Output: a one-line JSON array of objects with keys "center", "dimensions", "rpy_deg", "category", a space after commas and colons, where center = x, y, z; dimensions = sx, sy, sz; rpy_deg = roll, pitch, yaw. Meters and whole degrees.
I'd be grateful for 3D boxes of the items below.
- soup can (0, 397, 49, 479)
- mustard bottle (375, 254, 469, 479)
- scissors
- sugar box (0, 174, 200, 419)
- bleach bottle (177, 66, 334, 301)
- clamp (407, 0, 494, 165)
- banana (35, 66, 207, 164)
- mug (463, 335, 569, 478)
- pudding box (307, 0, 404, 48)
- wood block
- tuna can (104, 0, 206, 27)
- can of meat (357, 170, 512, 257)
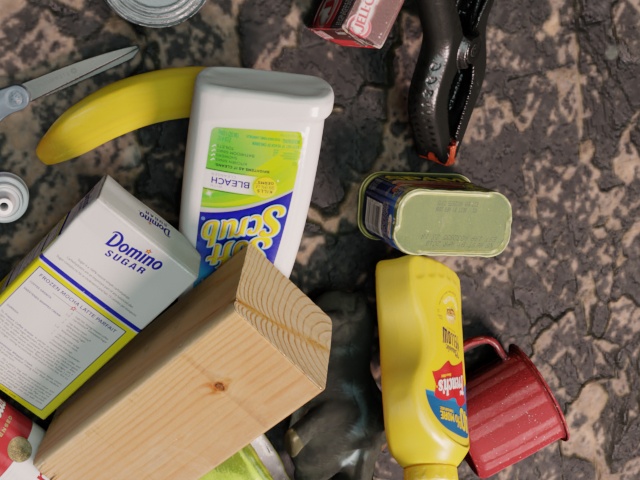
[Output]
[{"center": [-0.238, 0.161, 0.797], "dimensions": [0.102, 0.068, 0.068], "rpy_deg": [42, 88, -19], "category": "soup can"}, {"center": [0.081, 0.113, 0.826], "dimensions": [0.096, 0.058, 0.191], "rpy_deg": [34, 49, -55], "category": "mustard bottle"}, {"center": [-0.227, -0.084, 0.778], "dimensions": [0.201, 0.016, 0.096], "rpy_deg": [-9, 105, -14], "category": "scissors"}, {"center": [-0.177, 0.043, 0.771], "dimensions": [0.176, 0.048, 0.093], "rpy_deg": [-42, 111, 18], "category": "sugar box"}, {"center": [-0.055, 0.001, 0.800], "dimensions": [0.102, 0.068, 0.251], "rpy_deg": [5, 115, -4], "category": "bleach bottle"}, {"center": [0.096, -0.150, 0.804], "dimensions": [0.164, 0.036, 0.210], "rpy_deg": [-30, 136, -51], "category": "clamp"}, {"center": [-0.112, -0.094, 0.796], "dimensions": [0.197, 0.037, 0.069], "rpy_deg": [-3, 100, -15], "category": "banana"}, {"center": [0.143, 0.136, 0.892], "dimensions": [0.081, 0.093, 0.117], "rpy_deg": [-28, 103, -4], "category": "mug"}, {"center": [0.039, -0.199, 0.790], "dimensions": [0.039, 0.090, 0.113], "rpy_deg": [26, 93, -21], "category": "pudding box"}, {"center": [-0.099, 0.110, 0.773], "dimensions": [0.206, 0.090, 0.090], "rpy_deg": [-38, 110, 22], "category": "wood block"}, {"center": [-0.121, -0.198, 0.774], "dimensions": [0.086, 0.034, 0.086], "rpy_deg": [-3, 102, -16], "category": "tuna can"}, {"center": [0.090, -0.020, 0.845], "dimensions": [0.102, 0.084, 0.057], "rpy_deg": [1, 101, -16], "category": "can of meat"}]
